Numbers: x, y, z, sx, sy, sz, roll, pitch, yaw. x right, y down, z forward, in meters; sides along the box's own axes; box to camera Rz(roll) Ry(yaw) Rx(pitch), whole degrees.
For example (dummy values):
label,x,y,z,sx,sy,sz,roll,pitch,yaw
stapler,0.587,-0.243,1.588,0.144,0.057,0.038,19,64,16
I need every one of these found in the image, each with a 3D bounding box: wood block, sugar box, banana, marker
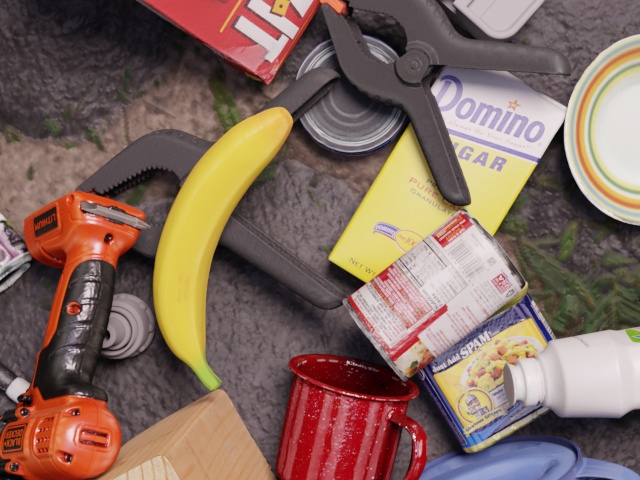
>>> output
label,x,y,z,sx,sy,sz,roll,pitch,yaw
wood block,-0.095,0.172,0.697,0.090,0.206,0.091,-31,90,4
sugar box,0.089,-0.039,0.754,0.093,0.048,0.176,30,96,2
banana,-0.073,-0.001,0.715,0.069,0.037,0.198,17,104,8
marker,-0.204,0.127,0.797,0.121,0.020,0.020,35,94,2

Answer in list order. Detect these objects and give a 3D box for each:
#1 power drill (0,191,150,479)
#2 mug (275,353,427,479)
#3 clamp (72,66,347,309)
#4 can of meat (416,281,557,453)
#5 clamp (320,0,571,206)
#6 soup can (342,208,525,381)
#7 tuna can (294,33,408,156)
label,x,y,z,sx,sy,sz,roll,pitch,yaw
power drill,-0.179,0.071,0.714,0.057,0.185,0.187,18,68,-35
mug,0.024,0.135,0.740,0.117,0.093,0.081,18,100,37
clamp,-0.076,-0.043,0.752,0.210,0.036,0.164,5,92,17
can of meat,0.121,0.088,0.753,0.102,0.057,0.084,-31,92,5
clamp,0.066,-0.106,0.716,0.171,0.039,0.120,32,100,15
soup can,0.074,0.035,0.701,0.102,0.068,0.068,-38,90,3
tuna can,0.023,-0.103,0.762,0.086,0.033,0.086,0,93,4
